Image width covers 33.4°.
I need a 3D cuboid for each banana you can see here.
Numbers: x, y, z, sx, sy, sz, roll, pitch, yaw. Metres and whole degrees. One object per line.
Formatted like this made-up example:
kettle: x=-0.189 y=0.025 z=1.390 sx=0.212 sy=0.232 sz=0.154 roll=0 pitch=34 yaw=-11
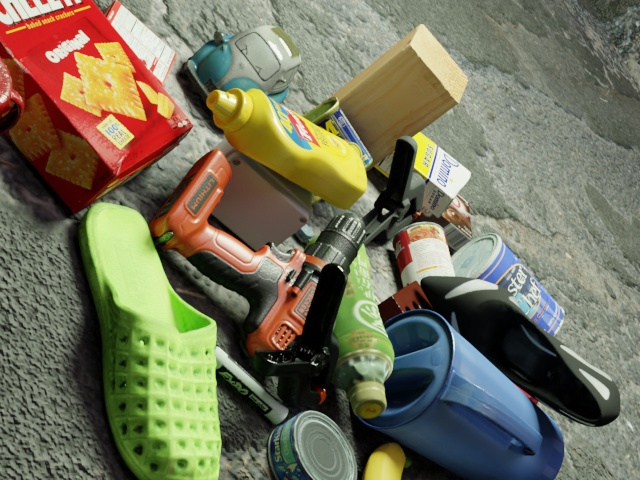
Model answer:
banana: x=0.064 y=0.256 z=1.012 sx=0.069 sy=0.037 sz=0.197 roll=43 pitch=30 yaw=-19

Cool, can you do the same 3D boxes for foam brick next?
foam brick: x=0.091 y=0.087 z=1.220 sx=0.053 sy=0.051 sz=0.078 roll=56 pitch=29 yaw=4

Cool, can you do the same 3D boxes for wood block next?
wood block: x=0.064 y=-0.152 z=1.273 sx=0.090 sy=0.206 sz=0.090 roll=48 pitch=29 yaw=-12

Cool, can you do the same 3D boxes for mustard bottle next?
mustard bottle: x=-0.039 y=-0.100 z=1.050 sx=0.191 sy=0.058 sz=0.096 roll=27 pitch=27 yaw=-44

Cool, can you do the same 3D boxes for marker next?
marker: x=-0.077 y=0.122 z=0.963 sx=0.121 sy=0.020 sz=0.020 roll=45 pitch=30 yaw=-17

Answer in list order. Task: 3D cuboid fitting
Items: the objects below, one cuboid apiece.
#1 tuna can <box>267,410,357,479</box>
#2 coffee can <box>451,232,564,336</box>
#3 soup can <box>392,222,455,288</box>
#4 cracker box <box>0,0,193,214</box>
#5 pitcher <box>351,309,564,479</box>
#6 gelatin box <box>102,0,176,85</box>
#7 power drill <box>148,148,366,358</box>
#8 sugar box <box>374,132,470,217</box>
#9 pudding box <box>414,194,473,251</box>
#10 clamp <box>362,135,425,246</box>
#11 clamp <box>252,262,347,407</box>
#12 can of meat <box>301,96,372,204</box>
tuna can: x=-0.006 y=0.199 z=0.970 sx=0.086 sy=0.034 sz=0.086 roll=37 pitch=33 yaw=-29
coffee can: x=0.236 y=0.075 z=1.397 sx=0.140 sy=0.103 sz=0.102 roll=46 pitch=29 yaw=-15
soup can: x=0.132 y=0.038 z=1.317 sx=0.068 sy=0.069 sz=0.102 roll=27 pitch=39 yaw=-40
cracker box: x=-0.231 y=-0.147 z=0.966 sx=0.213 sy=0.072 sz=0.164 roll=51 pitch=28 yaw=-5
pitcher: x=0.160 y=0.187 z=1.126 sx=0.242 sy=0.145 sz=0.149 roll=37 pitch=29 yaw=-34
gelatin box: x=-0.197 y=-0.199 z=1.116 sx=0.089 sy=0.030 sz=0.073 roll=42 pitch=30 yaw=-23
power drill: x=-0.057 y=0.001 z=1.018 sx=0.187 sy=0.057 sz=0.184 roll=41 pitch=60 yaw=-15
sugar box: x=0.113 y=-0.115 z=1.427 sx=0.176 sy=0.048 sz=0.093 roll=37 pitch=35 yaw=4
pudding box: x=0.161 y=-0.049 z=1.483 sx=0.113 sy=0.039 sz=0.090 roll=39 pitch=32 yaw=-25
clamp: x=0.080 y=-0.035 z=1.294 sx=0.036 sy=0.164 sz=0.210 roll=35 pitch=2 yaw=16
clamp: x=-0.007 y=0.094 z=0.969 sx=0.039 sy=0.120 sz=0.171 roll=36 pitch=-16 yaw=20
can of meat: x=-0.002 y=-0.100 z=1.221 sx=0.084 sy=0.102 sz=0.057 roll=56 pitch=6 yaw=-18
